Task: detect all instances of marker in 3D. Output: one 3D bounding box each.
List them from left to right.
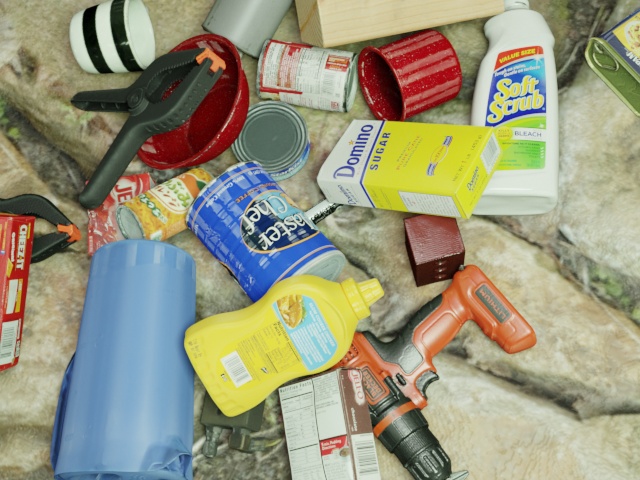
[{"bbox_3d":[0.025,-0.048,1.156,0.121,0.020,0.020,-33,71,-5],"label":"marker"}]

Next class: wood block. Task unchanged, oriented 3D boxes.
[{"bbox_3d":[0.082,-0.272,1.147,0.206,0.091,0.090,-14,108,-13],"label":"wood block"}]

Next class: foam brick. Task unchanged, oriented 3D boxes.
[{"bbox_3d":[0.117,0.007,1.096,0.053,0.078,0.051,-14,69,1],"label":"foam brick"}]

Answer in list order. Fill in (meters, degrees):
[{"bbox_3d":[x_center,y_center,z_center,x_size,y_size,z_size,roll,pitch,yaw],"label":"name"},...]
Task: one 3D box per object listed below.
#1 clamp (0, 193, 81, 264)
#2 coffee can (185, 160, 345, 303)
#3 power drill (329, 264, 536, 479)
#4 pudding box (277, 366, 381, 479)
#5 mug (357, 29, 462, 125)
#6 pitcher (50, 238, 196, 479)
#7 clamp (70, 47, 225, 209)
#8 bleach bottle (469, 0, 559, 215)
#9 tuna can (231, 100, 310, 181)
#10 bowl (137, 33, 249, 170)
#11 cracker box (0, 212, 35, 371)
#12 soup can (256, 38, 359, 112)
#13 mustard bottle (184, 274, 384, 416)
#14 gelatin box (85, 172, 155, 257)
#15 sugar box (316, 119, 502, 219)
[{"bbox_3d":[-0.350,-0.024,1.181,0.171,0.039,0.120,-4,83,6],"label":"clamp"},{"bbox_3d":[-0.057,0.001,1.105,0.102,0.103,0.140,-40,72,-7],"label":"coffee can"},{"bbox_3d":[0.120,0.128,1.064,0.187,0.057,0.184,-36,70,-6],"label":"power drill"},{"bbox_3d":[0.007,0.187,1.042,0.090,0.039,0.113,-23,69,43],"label":"pudding box"},{"bbox_3d":[0.093,-0.180,1.159,0.081,0.093,0.117,-24,26,-20],"label":"mug"},{"bbox_3d":[-0.195,0.129,1.075,0.149,0.145,0.243,4,68,-5],"label":"pitcher"},{"bbox_3d":[-0.195,-0.148,1.157,0.210,0.036,0.164,-36,50,18],"label":"clamp"},{"bbox_3d":[0.203,-0.154,1.149,0.102,0.068,0.251,0,69,6],"label":"bleach bottle"},{"bbox_3d":[-0.054,-0.108,1.178,0.086,0.034,0.086,-2,71,6],"label":"tuna can"},{"bbox_3d":[-0.131,-0.142,1.167,0.162,0.055,0.162,-17,60,32],"label":"bowl"},{"bbox_3d":[-0.420,0.042,1.131,0.214,0.072,0.164,7,92,9],"label":"cracker box"},{"bbox_3d":[-0.013,-0.182,1.179,0.102,0.068,0.068,11,73,9],"label":"soup can"},{"bbox_3d":[-0.028,0.087,1.025,0.191,0.058,0.096,-27,105,4],"label":"mustard bottle"},{"bbox_3d":[-0.218,-0.027,1.171,0.073,0.030,0.089,-7,71,4],"label":"gelatin box"},{"bbox_3d":[0.089,-0.077,1.093,0.177,0.048,0.093,9,55,37],"label":"sugar box"}]
